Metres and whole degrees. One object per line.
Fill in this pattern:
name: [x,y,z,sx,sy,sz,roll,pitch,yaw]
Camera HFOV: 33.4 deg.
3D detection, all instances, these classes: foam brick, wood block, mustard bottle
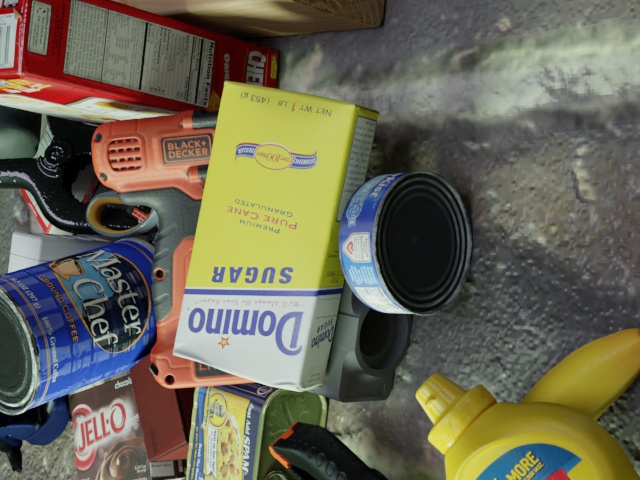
foam brick: [-0.104,0.123,0.809,0.053,0.051,0.078,-33,64,40]
wood block: [-0.056,-0.197,0.762,0.207,0.090,0.091,6,90,46]
mustard bottle: [0.121,0.140,0.538,0.192,0.058,0.096,45,118,19]

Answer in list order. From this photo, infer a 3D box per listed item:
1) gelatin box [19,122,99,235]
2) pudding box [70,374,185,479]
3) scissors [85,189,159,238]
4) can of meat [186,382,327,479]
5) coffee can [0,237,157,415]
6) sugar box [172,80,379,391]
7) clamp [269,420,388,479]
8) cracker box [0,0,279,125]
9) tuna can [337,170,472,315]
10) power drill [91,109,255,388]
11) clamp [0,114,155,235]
gelatin box: [-0.235,-0.059,0.973,0.073,0.030,0.089,49,119,37]
pudding box: [-0.159,0.160,0.870,0.114,0.039,0.090,-22,71,42]
scissors: [-0.098,-0.051,0.817,0.202,0.016,0.096,-12,72,27]
can of meat: [-0.048,0.144,0.747,0.084,0.057,0.102,8,92,47]
coffee can: [-0.190,0.062,0.822,0.103,0.140,0.103,14,112,39]
sugar box: [-0.029,-0.003,0.659,0.093,0.048,0.176,13,93,24]
clamp: [0.033,0.169,0.649,0.172,0.039,0.120,27,143,53]
cracker box: [-0.162,-0.127,0.774,0.164,0.213,0.072,5,88,45]
tuna can: [0.051,0.002,0.639,0.034,0.085,0.086,-2,85,47]
power drill: [-0.055,0.001,0.726,0.184,0.057,0.188,-5,95,1]
clamp: [-0.216,-0.077,0.900,0.210,0.036,0.164,27,81,13]
